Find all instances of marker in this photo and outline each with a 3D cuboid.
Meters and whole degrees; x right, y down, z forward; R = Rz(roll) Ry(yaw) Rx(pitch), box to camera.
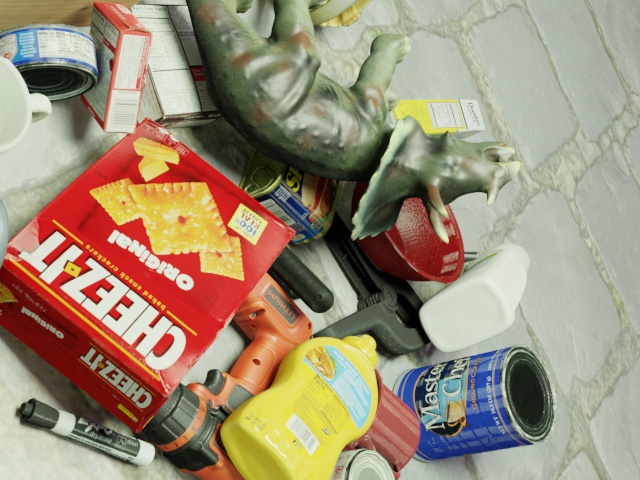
[{"bbox_3d":[-0.180,0.148,0.825,0.121,0.020,0.020,32,53,-38],"label":"marker"}]

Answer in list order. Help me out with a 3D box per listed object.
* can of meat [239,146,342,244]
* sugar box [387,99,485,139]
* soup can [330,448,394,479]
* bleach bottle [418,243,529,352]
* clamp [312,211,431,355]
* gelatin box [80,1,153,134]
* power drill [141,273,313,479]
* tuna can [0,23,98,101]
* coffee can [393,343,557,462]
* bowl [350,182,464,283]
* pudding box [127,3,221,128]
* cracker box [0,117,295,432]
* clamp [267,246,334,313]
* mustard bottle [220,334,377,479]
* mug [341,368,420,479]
[{"bbox_3d":[-0.026,-0.058,1.062,0.083,0.058,0.102,44,46,-32],"label":"can of meat"},{"bbox_3d":[0.102,-0.128,1.211,0.175,0.094,0.048,-13,86,-52],"label":"sugar box"},{"bbox_3d":[0.008,0.225,0.948,0.068,0.102,0.068,23,58,-43],"label":"soup can"},{"bbox_3d":[0.195,0.049,1.221,0.068,0.103,0.250,60,27,-2],"label":"bleach bottle"},{"bbox_3d":[0.056,0.055,1.126,0.209,0.036,0.164,25,50,-45],"label":"clamp"},{"bbox_3d":[-0.167,-0.141,0.871,0.030,0.073,0.089,0,118,-30],"label":"gelatin box"},{"bbox_3d":[-0.088,0.109,0.921,0.184,0.057,0.187,50,46,-29],"label":"power drill"},{"bbox_3d":[-0.220,-0.139,0.844,0.085,0.086,0.034,4,73,-49],"label":"tuna can"},{"bbox_3d":[0.160,0.172,1.117,0.102,0.141,0.103,22,59,-43],"label":"coffee can"},{"bbox_3d":[0.082,-0.016,1.130,0.162,0.055,0.162,34,39,-34],"label":"bowl"},{"bbox_3d":[-0.141,-0.161,0.983,0.089,0.039,0.113,-14,84,-52],"label":"pudding box"},{"bbox_3d":[-0.139,0.017,0.843,0.164,0.072,0.213,39,44,-2],"label":"cracker box"},{"bbox_3d":[-0.057,0.001,0.993,0.039,0.120,0.171,-42,92,-13],"label":"clamp"},{"bbox_3d":[-0.001,0.139,0.921,0.096,0.058,0.191,50,42,-4],"label":"mustard bottle"},{"bbox_3d":[0.046,0.182,1.011,0.081,0.093,0.117,45,8,-35],"label":"mug"}]
